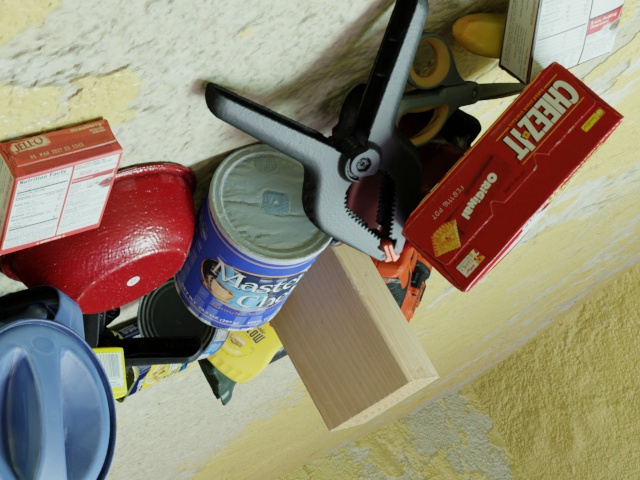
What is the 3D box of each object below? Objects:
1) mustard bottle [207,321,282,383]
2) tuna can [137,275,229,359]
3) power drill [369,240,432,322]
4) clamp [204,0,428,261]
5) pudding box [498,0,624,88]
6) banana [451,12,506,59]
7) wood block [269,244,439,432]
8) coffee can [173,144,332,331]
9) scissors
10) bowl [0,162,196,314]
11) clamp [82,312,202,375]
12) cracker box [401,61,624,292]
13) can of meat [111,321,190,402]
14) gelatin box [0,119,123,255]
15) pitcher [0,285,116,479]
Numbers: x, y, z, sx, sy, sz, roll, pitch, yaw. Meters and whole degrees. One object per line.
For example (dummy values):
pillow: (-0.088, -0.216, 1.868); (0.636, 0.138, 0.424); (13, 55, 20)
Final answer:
mustard bottle: (-0.043, 0.063, 1.107); (0.192, 0.096, 0.058); (-37, -168, 20)
tuna can: (-0.126, 0.070, 0.993); (0.086, 0.086, 0.033); (-35, 165, 18)
power drill: (0.089, 0.009, 1.143); (0.187, 0.057, 0.184); (70, 37, -63)
clamp: (0.030, -0.071, 0.763); (0.164, 0.036, 0.210); (-32, 131, -3)
pudding box: (0.184, -0.179, 0.797); (0.090, 0.039, 0.113); (-23, 139, -20)
banana: (0.181, -0.181, 0.860); (0.197, 0.037, 0.070); (-26, 143, -21)
wood block: (0.010, 0.060, 0.979); (0.091, 0.206, 0.090); (-35, 164, 18)
coffee can: (-0.056, 0.001, 0.869); (0.102, 0.103, 0.140); (-21, 162, -29)
scissors: (0.114, -0.134, 0.852); (0.201, 0.016, 0.096); (-32, 129, -41)
bowl: (-0.155, 0.009, 0.806); (0.162, 0.055, 0.162); (-28, 165, -8)
clamp: (-0.189, 0.101, 0.969); (0.172, 0.120, 0.039); (-40, -159, 44)
cracker box: (0.147, -0.044, 0.834); (0.164, 0.072, 0.213); (-49, 172, 7)
can of meat: (-0.175, 0.114, 1.098); (0.083, 0.057, 0.102); (-24, 164, -30)
gelatin box: (-0.171, -0.034, 0.678); (0.073, 0.030, 0.089); (-19, 156, -34)
pitcher: (-0.270, 0.128, 0.752); (0.243, 0.145, 0.149); (-12, -174, 31)
